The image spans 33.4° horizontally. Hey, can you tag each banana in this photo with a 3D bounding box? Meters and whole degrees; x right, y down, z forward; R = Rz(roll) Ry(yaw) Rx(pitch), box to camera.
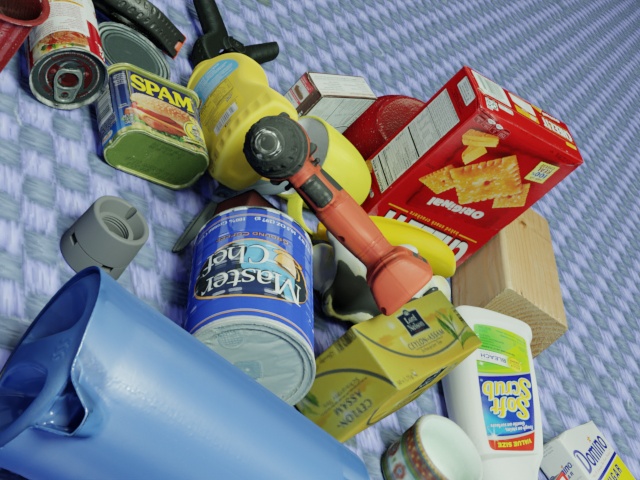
[{"bbox_3d":[0.083,0.010,1.103,0.197,0.070,0.037,25,43,-43],"label":"banana"}]

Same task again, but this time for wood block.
[{"bbox_3d":[0.211,0.040,1.223,0.090,0.090,0.206,34,31,-17],"label":"wood block"}]

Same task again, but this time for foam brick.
[{"bbox_3d":[-0.056,0.001,0.942,0.078,0.053,0.051,38,54,-30],"label":"foam brick"}]

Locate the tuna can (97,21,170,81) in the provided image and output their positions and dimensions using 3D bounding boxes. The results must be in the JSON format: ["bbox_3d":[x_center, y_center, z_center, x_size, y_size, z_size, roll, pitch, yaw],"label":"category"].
[{"bbox_3d":[-0.189,-0.169,1.032,0.086,0.034,0.086,32,32,-23],"label":"tuna can"}]

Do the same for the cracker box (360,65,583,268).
[{"bbox_3d":[0.146,-0.066,1.146,0.164,0.214,0.072,22,38,-35],"label":"cracker box"}]

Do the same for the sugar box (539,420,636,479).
[{"bbox_3d":[0.298,0.272,1.085,0.093,0.048,0.176,-4,56,-54],"label":"sugar box"}]

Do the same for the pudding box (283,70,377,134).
[{"bbox_3d":[-0.003,-0.143,1.181,0.113,0.090,0.039,-10,60,-56],"label":"pudding box"}]

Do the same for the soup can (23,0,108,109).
[{"bbox_3d":[-0.230,-0.175,0.953,0.068,0.069,0.102,20,37,-38],"label":"soup can"}]

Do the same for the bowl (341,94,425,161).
[{"bbox_3d":[0.098,-0.115,1.246,0.162,0.055,0.162,10,56,-16],"label":"bowl"}]

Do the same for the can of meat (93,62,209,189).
[{"bbox_3d":[-0.154,-0.102,0.970,0.101,0.058,0.084,20,40,-38],"label":"can of meat"}]

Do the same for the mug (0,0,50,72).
[{"bbox_3d":[-0.292,-0.191,0.878,0.117,0.082,0.093,46,29,1],"label":"mug"}]

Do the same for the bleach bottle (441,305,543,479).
[{"bbox_3d":[0.173,0.178,1.021,0.102,0.068,0.251,18,39,-19],"label":"bleach bottle"}]

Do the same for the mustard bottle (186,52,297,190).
[{"bbox_3d":[-0.089,-0.130,1.038,0.058,0.096,0.192,29,16,-34],"label":"mustard bottle"}]

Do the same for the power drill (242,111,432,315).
[{"bbox_3d":[0.012,-0.026,0.872,0.187,0.057,0.184,49,6,0],"label":"power drill"}]

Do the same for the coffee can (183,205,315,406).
[{"bbox_3d":[-0.056,0.054,0.847,0.102,0.103,0.140,31,31,-23],"label":"coffee can"}]

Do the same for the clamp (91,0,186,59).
[{"bbox_3d":[-0.221,-0.249,1.056,0.165,0.036,0.209,27,-5,45],"label":"clamp"}]

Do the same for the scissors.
[{"bbox_3d":[-0.072,-0.039,0.999,0.096,0.016,0.201,8,34,0],"label":"scissors"}]

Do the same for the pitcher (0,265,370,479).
[{"bbox_3d":[-0.090,0.130,0.699,0.242,0.145,0.149,36,43,-23],"label":"pitcher"}]

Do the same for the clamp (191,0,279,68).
[{"bbox_3d":[-0.096,-0.206,1.196,0.120,0.039,0.171,25,41,-24],"label":"clamp"}]
